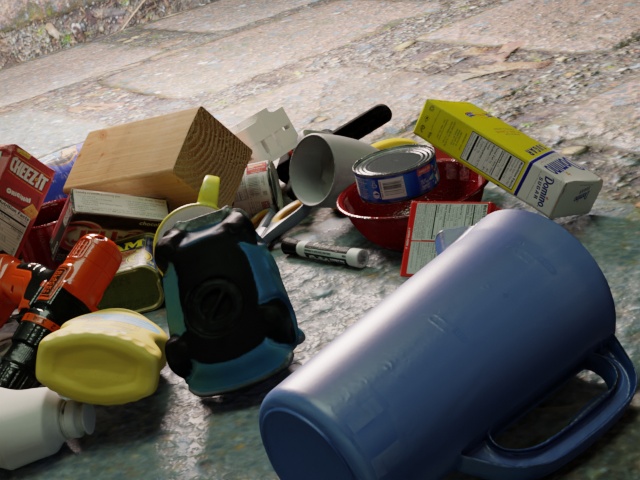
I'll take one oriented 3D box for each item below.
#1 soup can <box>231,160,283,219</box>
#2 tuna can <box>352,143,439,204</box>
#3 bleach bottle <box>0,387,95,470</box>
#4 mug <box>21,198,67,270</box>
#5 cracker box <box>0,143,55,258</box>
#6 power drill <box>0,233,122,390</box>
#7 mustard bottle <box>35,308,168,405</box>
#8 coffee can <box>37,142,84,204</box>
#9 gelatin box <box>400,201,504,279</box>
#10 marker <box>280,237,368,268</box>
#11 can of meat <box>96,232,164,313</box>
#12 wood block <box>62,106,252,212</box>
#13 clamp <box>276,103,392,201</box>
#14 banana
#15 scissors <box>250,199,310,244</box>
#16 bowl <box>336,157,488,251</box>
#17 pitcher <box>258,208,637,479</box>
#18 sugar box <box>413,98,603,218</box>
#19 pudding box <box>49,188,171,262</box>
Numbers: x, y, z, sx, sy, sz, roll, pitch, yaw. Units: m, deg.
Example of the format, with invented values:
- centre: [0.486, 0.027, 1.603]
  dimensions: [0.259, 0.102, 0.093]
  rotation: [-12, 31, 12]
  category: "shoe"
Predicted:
- centre: [-0.102, -0.055, 1.278]
  dimensions: [0.102, 0.068, 0.068]
  rotation: [-11, 21, 7]
  category: "soup can"
- centre: [0.078, -0.068, 1.085]
  dimensions: [0.086, 0.034, 0.086]
  rotation: [-13, 21, 5]
  category: "tuna can"
- centre: [-0.307, 0.156, 0.879]
  dimensions: [0.251, 0.068, 0.102]
  rotation: [-8, 21, 8]
  category: "bleach bottle"
- centre: [-0.311, 0.003, 1.242]
  dimensions: [0.093, 0.081, 0.117]
  rotation: [-24, 23, -25]
  category: "mug"
- centre: [-0.406, -0.001, 1.176]
  dimensions: [0.164, 0.072, 0.213]
  rotation: [2, 64, 37]
  category: "cracker box"
- centre: [-0.291, 0.075, 1.033]
  dimensions: [0.188, 0.057, 0.184]
  rotation: [0, 50, 44]
  category: "power drill"
- centre: [-0.180, 0.093, 0.920]
  dimensions: [0.096, 0.058, 0.191]
  rotation: [6, 4, -4]
  category: "mustard bottle"
- centre: [-0.332, -0.070, 1.417]
  dimensions: [0.140, 0.103, 0.103]
  rotation: [-25, 23, -28]
  category: "coffee can"
- centre: [0.122, 0.003, 0.980]
  dimensions: [0.089, 0.073, 0.030]
  rotation: [2, -11, 37]
  category: "gelatin box"
- centre: [0.001, 0.012, 1.110]
  dimensions: [0.020, 0.020, 0.121]
  rotation: [-30, 26, -36]
  category: "marker"
- centre: [-0.211, 0.041, 1.120]
  dimensions: [0.102, 0.057, 0.084]
  rotation: [-14, 23, 0]
  category: "can of meat"
- centre: [-0.190, -0.080, 1.226]
  dimensions: [0.207, 0.090, 0.090]
  rotation: [-5, 56, 43]
  category: "wood block"
- centre: [-0.012, -0.101, 1.340]
  dimensions: [0.164, 0.036, 0.210]
  rotation: [-44, 15, -20]
  category: "clamp"
- centre: [0.061, -0.089, 1.305]
  dimensions: [0.197, 0.037, 0.070]
  rotation: [-30, 26, -36]
  category: "banana"
- centre: [-0.058, 0.001, 1.157]
  dimensions: [0.096, 0.016, 0.201]
  rotation: [-27, 19, 12]
  category: "scissors"
- centre: [0.100, -0.032, 1.106]
  dimensions: [0.162, 0.055, 0.162]
  rotation: [-12, 21, 4]
  category: "bowl"
- centre: [0.086, 0.093, 0.716]
  dimensions: [0.242, 0.145, 0.149]
  rotation: [-33, 15, -33]
  category: "pitcher"
- centre: [0.187, -0.085, 1.067]
  dimensions: [0.176, 0.048, 0.093]
  rotation: [33, 23, 30]
  category: "sugar box"
- centre: [-0.229, -0.011, 1.164]
  dimensions: [0.113, 0.090, 0.039]
  rotation: [4, 54, -28]
  category: "pudding box"
